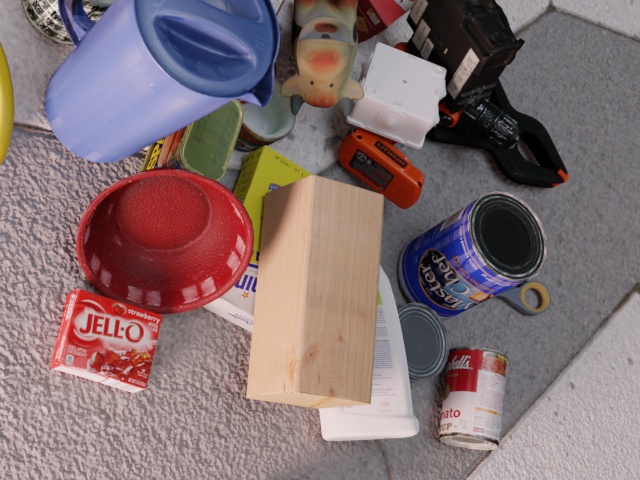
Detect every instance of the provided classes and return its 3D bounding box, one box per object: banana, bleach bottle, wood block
[{"bbox_3d":[-0.314,-0.149,0.959,0.069,0.037,0.198,-22,89,-20],"label":"banana"},{"bbox_3d":[0.042,0.080,1.118,0.102,0.068,0.251,-1,75,-7],"label":"bleach bottle"},{"bbox_3d":[-0.004,0.052,1.033,0.090,0.091,0.206,14,72,-33],"label":"wood block"}]

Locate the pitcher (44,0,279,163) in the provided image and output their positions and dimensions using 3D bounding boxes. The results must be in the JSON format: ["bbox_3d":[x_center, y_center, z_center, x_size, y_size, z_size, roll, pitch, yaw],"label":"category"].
[{"bbox_3d":[-0.159,-0.159,0.938,0.144,0.243,0.149,-2,79,-36],"label":"pitcher"}]

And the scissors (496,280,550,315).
[{"bbox_3d":[0.214,0.074,1.282,0.201,0.016,0.096,-35,98,-36],"label":"scissors"}]

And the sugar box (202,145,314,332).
[{"bbox_3d":[-0.057,0.001,1.091,0.093,0.048,0.176,29,61,-26],"label":"sugar box"}]

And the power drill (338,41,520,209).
[{"bbox_3d":[0.121,-0.123,1.218,0.184,0.057,0.187,35,56,5],"label":"power drill"}]

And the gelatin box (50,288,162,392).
[{"bbox_3d":[-0.195,0.092,0.977,0.089,0.030,0.073,22,65,-29],"label":"gelatin box"}]

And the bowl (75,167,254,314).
[{"bbox_3d":[-0.144,-0.010,0.992,0.162,0.162,0.055,28,26,-27],"label":"bowl"}]

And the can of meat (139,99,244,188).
[{"bbox_3d":[-0.125,-0.092,1.044,0.057,0.084,0.102,29,63,-26],"label":"can of meat"}]

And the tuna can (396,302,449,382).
[{"bbox_3d":[0.099,0.113,1.178,0.086,0.034,0.086,10,72,-33],"label":"tuna can"}]

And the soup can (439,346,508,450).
[{"bbox_3d":[0.171,0.176,1.191,0.068,0.069,0.102,21,66,-29],"label":"soup can"}]

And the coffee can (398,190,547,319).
[{"bbox_3d":[0.165,0.018,1.176,0.102,0.141,0.103,12,64,-26],"label":"coffee can"}]

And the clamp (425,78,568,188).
[{"bbox_3d":[0.224,-0.129,1.332,0.210,0.036,0.164,44,58,-13],"label":"clamp"}]
